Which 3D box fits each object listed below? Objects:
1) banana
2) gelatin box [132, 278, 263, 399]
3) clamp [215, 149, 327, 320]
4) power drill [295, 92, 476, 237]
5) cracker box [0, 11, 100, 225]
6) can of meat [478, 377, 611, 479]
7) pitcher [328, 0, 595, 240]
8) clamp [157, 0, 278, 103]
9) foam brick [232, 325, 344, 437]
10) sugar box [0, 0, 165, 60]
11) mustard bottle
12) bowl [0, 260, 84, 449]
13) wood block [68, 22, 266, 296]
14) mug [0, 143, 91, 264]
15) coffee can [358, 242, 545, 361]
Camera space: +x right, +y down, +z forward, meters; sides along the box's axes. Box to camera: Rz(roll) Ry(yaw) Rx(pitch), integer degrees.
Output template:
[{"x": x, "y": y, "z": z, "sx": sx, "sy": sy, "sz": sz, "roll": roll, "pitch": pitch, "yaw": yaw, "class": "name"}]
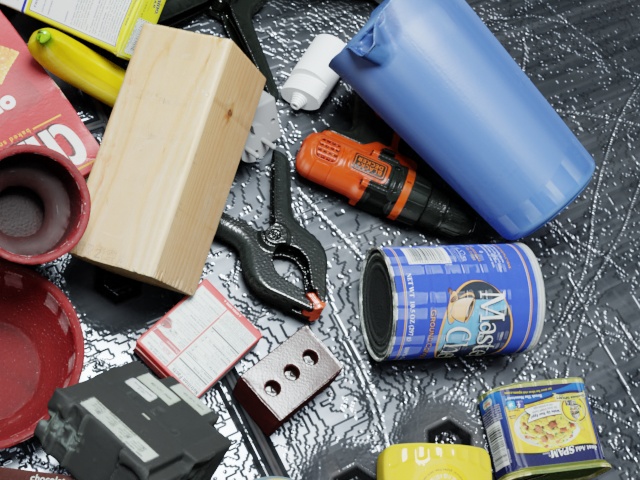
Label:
[{"x": -0.195, "y": -0.143, "z": 0.970, "sx": 0.037, "sy": 0.197, "sz": 0.070, "roll": -55, "pitch": 47, "yaw": 7, "class": "banana"}, {"x": -0.107, "y": 0.090, "z": 0.931, "sx": 0.073, "sy": 0.030, "sz": 0.089, "roll": 44, "pitch": 64, "yaw": 6, "class": "gelatin box"}, {"x": -0.056, "y": 0.001, "z": 0.979, "sx": 0.120, "sy": 0.039, "sz": 0.171, "roll": -20, "pitch": 66, "yaw": -14, "class": "clamp"}, {"x": 0.085, "y": -0.107, "z": 1.050, "sx": 0.184, "sy": 0.057, "sz": 0.187, "roll": 24, "pitch": 62, "yaw": -6, "class": "power drill"}, {"x": -0.313, "y": -0.102, "z": 0.942, "sx": 0.164, "sy": 0.072, "sz": 0.214, "roll": -33, "pitch": 78, "yaw": -24, "class": "cracker box"}, {"x": 0.197, "y": 0.172, "z": 0.954, "sx": 0.102, "sy": 0.057, "sz": 0.084, "roll": -3, "pitch": 65, "yaw": -16, "class": "can of meat"}, {"x": 0.137, "y": -0.125, "z": 0.981, "sx": 0.149, "sy": 0.145, "sz": 0.243, "roll": -43, "pitch": 92, "yaw": -16, "class": "pitcher"}, {"x": -0.093, "y": -0.234, "z": 1.070, "sx": 0.164, "sy": 0.036, "sz": 0.210, "roll": 29, "pitch": 56, "yaw": -17, "class": "clamp"}, {"x": -0.029, "y": 0.121, "z": 0.923, "sx": 0.078, "sy": 0.051, "sz": 0.053, "roll": -38, "pitch": 79, "yaw": -25, "class": "foam brick"}, {"x": -0.227, "y": -0.238, "z": 0.978, "sx": 0.176, "sy": 0.048, "sz": 0.093, "roll": 26, "pitch": 97, "yaw": 21, "class": "sugar box"}, {"x": 0.097, "y": 0.268, "z": 0.886, "sx": 0.096, "sy": 0.058, "sz": 0.191, "roll": 5, "pitch": 66, "yaw": -11, "class": "mustard bottle"}, {"x": -0.275, "y": 0.099, "z": 0.871, "sx": 0.162, "sy": 0.055, "sz": 0.162, "roll": 5, "pitch": 65, "yaw": -11, "class": "bowl"}, {"x": -0.130, "y": -0.067, "z": 0.915, "sx": 0.090, "sy": 0.090, "sz": 0.206, "roll": 15, "pitch": 81, "yaw": 21, "class": "wood block"}, {"x": -0.245, "y": -0.015, "z": 0.847, "sx": 0.093, "sy": 0.082, "sz": 0.117, "roll": 39, "pitch": 70, "yaw": -19, "class": "mug"}, {"x": 0.116, "y": 0.054, "z": 0.960, "sx": 0.140, "sy": 0.103, "sz": 0.103, "roll": -1, "pitch": 67, "yaw": -15, "class": "coffee can"}]
